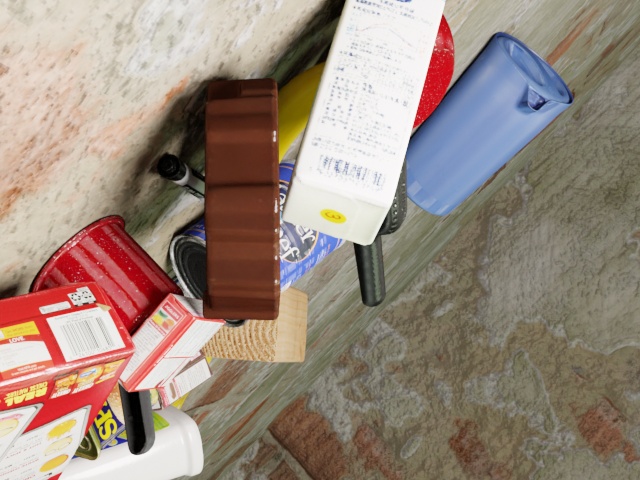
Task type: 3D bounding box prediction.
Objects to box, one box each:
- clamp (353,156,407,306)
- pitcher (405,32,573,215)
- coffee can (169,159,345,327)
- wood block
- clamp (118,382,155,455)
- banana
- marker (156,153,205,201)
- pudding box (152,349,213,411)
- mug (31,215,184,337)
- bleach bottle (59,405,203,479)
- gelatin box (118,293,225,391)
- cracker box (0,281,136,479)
[{"bbox_3d":[0.029,-0.042,1.033,0.036,0.165,0.210,-31,161,-26],"label":"clamp"},{"bbox_3d":[0.209,-0.154,1.435,0.243,0.145,0.149,-47,158,29],"label":"pitcher"},{"bbox_3d":[-0.057,0.001,1.008,0.140,0.103,0.103,-39,168,-32],"label":"coffee can"},{"bbox_3d":[-0.075,0.096,1.252,0.206,0.091,0.090,37,56,-80],"label":"wood block"},{"bbox_3d":[-0.165,0.100,0.913,0.039,0.120,0.171,-25,-161,29],"label":"clamp"},{"bbox_3d":[-0.025,-0.089,0.902,0.198,0.069,0.037,-44,-157,17],"label":"banana"},{"bbox_3d":[-0.106,-0.049,0.852,0.020,0.020,0.121,-46,170,1],"label":"marker"},{"bbox_3d":[-0.186,0.154,1.142,0.114,0.039,0.089,-17,-171,35],"label":"pudding box"},{"bbox_3d":[-0.167,0.050,0.818,0.117,0.081,0.093,-46,170,1],"label":"mug"},{"bbox_3d":[-0.251,0.236,1.080,0.250,0.068,0.103,-15,-162,-32],"label":"bleach bottle"},{"bbox_3d":[-0.116,0.077,0.804,0.073,0.030,0.089,-48,169,3],"label":"gelatin box"},{"bbox_3d":[-0.245,0.125,0.748,0.163,0.072,0.214,-13,151,-40],"label":"cracker box"}]
